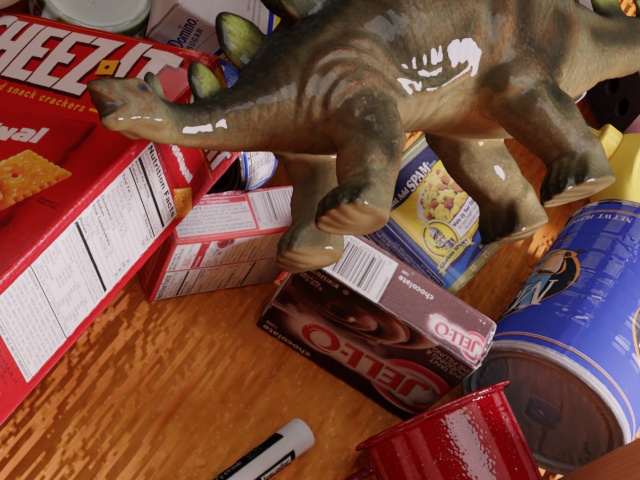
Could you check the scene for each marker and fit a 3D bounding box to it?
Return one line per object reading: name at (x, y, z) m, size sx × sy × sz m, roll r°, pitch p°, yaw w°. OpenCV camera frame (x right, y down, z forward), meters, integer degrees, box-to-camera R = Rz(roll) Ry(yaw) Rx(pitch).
marker at (-0.052, 0.134, 0.566) m, size 0.120 × 0.020 × 0.020 m, roll -32°, pitch 78°, yaw -32°

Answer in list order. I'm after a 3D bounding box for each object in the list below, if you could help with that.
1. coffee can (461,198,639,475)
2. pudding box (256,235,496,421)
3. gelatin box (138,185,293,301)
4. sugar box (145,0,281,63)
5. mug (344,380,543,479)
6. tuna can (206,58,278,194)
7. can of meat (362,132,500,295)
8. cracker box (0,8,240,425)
coffee can at (0.163, 0.057, 0.644) m, size 0.103 × 0.103 × 0.140 m, roll 41°, pitch 56°, yaw 3°
pudding box at (0.029, 0.048, 0.604) m, size 0.113 × 0.090 × 0.039 m, roll 34°, pitch 54°, yaw 0°
gelatin box at (-0.054, 0.001, 0.606) m, size 0.089 × 0.073 × 0.030 m, roll -8°, pitch 65°, yaw -24°
sugar box at (-0.022, -0.136, 0.684) m, size 0.176 × 0.048 × 0.093 m, roll 22°, pitch 54°, yaw -28°
mug at (0.066, 0.136, 0.579) m, size 0.117 × 0.093 × 0.081 m, roll -24°, pitch 76°, yaw 2°
tuna can at (-0.064, -0.064, 0.631) m, size 0.033 × 0.086 × 0.086 m, roll -34°, pitch 79°, yaw -34°
can of meat at (0.069, -0.013, 0.673) m, size 0.084 × 0.058 × 0.102 m, roll 45°, pitch 57°, yaw 3°
cracker box at (-0.166, -0.025, 0.534) m, size 0.164 × 0.072 × 0.213 m, roll 17°, pitch 51°, yaw 27°
